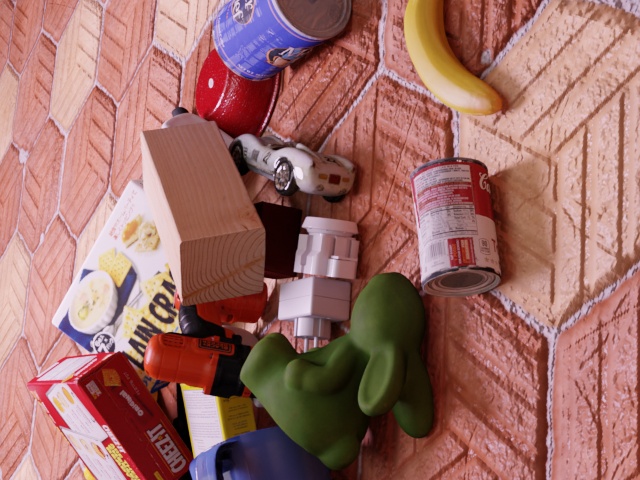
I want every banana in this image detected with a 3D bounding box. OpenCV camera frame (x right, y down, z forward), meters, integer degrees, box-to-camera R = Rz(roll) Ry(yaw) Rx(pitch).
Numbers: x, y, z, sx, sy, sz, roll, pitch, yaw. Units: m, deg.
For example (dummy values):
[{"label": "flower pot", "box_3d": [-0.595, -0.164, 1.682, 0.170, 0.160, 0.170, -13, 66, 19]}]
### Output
[{"label": "banana", "box_3d": [0.113, -0.176, 0.983, 0.070, 0.037, 0.198, -50, 42, 41]}]

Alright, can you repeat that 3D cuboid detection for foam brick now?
[{"label": "foam brick", "box_3d": [-0.058, 0.001, 1.194, 0.053, 0.051, 0.078, -13, 69, 57]}]

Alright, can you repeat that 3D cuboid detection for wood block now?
[{"label": "wood block", "box_3d": [-0.131, -0.034, 1.165, 0.206, 0.090, 0.090, -117, 24, -46]}]

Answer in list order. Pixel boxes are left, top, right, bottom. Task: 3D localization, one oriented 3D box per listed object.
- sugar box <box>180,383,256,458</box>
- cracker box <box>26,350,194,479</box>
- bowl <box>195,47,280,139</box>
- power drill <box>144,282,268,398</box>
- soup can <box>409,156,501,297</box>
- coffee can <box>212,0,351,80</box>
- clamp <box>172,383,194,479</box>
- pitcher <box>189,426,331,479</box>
[{"label": "sugar box", "box_3d": [-0.100, 0.236, 1.152, 0.094, 0.048, 0.176, -13, 89, 58]}, {"label": "cracker box", "box_3d": [-0.255, 0.217, 1.286, 0.164, 0.072, 0.214, 57, 151, -11]}, {"label": "bowl", "box_3d": [-0.113, -0.193, 1.345, 0.162, 0.055, 0.162, -27, 58, 54]}, {"label": "power drill", "box_3d": [-0.091, 0.101, 1.139, 0.187, 0.184, 0.057, -101, 26, -66]}, {"label": "soup can", "box_3d": [0.113, -0.010, 0.900, 0.069, 0.068, 0.102, -33, 53, 50]}, {"label": "coffee can", "box_3d": [-0.045, -0.252, 1.205, 0.141, 0.102, 0.103, -22, 62, 55]}, {"label": "clamp", "box_3d": [-0.170, 0.240, 1.316, 0.165, 0.036, 0.210, -65, 32, 22]}, {"label": "pitcher", "box_3d": [-0.039, 0.299, 0.973, 0.145, 0.149, 0.243, 119, 141, -52]}]
